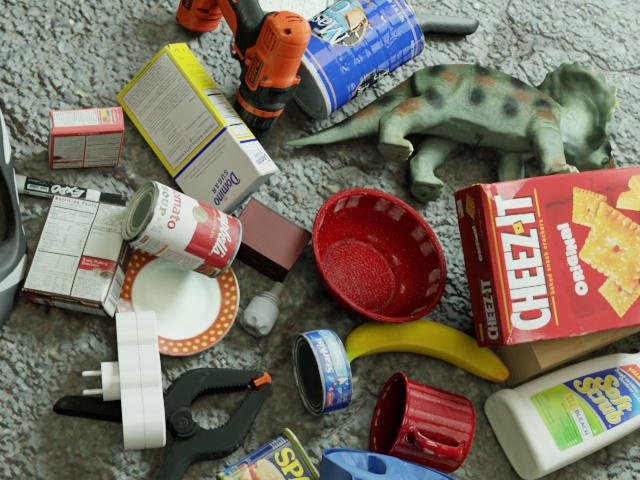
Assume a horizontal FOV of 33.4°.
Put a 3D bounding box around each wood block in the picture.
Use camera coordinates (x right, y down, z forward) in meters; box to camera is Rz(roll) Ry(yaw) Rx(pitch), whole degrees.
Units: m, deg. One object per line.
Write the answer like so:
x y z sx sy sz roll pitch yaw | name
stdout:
0.291 0.076 1.181 0.205 0.091 0.090 -19 76 -20 | wood block

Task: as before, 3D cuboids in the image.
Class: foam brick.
-0.057 0.001 1.139 0.078 0.053 0.051 31 66 -1 | foam brick

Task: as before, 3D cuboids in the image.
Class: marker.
-0.265 -0.050 1.121 0.121 0.020 0.020 11 68 -11 | marker

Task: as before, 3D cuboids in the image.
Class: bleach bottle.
0.308 0.167 1.170 0.250 0.068 0.102 -21 77 -23 | bleach bottle

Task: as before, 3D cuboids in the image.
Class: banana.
0.107 0.116 1.147 0.197 0.037 0.069 4 67 -15 | banana

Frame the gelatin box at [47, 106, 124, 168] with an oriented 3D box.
-0.245 -0.106 1.109 0.073 0.089 0.030 -5 71 -17 | gelatin box

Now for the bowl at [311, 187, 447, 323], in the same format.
0.053 0.026 1.145 0.162 0.055 0.162 14 55 -21 | bowl

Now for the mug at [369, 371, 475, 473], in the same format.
0.108 0.192 1.082 0.081 0.117 0.093 18 95 -13 | mug

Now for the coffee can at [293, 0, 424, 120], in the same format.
0.030 -0.214 1.190 0.140 0.103 0.103 -36 82 -14 | coffee can

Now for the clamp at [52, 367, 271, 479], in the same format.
-0.137 0.196 1.054 0.209 0.036 0.164 -20 73 -19 | clamp

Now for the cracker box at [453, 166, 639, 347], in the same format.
0.257 0.014 1.090 0.213 0.072 0.164 -7 85 -18 | cracker box

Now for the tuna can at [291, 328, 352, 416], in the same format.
0.001 0.134 1.088 0.033 0.086 0.086 -11 74 -20 | tuna can

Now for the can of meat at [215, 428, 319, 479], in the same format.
-0.044 0.251 1.050 0.083 0.057 0.102 -29 80 -20 | can of meat

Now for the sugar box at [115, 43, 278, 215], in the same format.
-0.132 -0.114 1.140 0.176 0.093 0.048 53 28 5 | sugar box

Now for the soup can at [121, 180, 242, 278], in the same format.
-0.139 -0.011 1.071 0.102 0.069 0.068 25 64 -30 | soup can

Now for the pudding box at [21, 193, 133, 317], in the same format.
-0.242 0.014 1.084 0.090 0.039 0.113 10 65 7 | pudding box

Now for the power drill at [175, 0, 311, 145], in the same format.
-0.090 -0.210 1.165 0.057 0.185 0.188 -11 54 -38 | power drill

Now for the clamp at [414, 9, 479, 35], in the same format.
0.098 -0.282 1.290 0.171 0.039 0.120 -21 76 -20 | clamp
